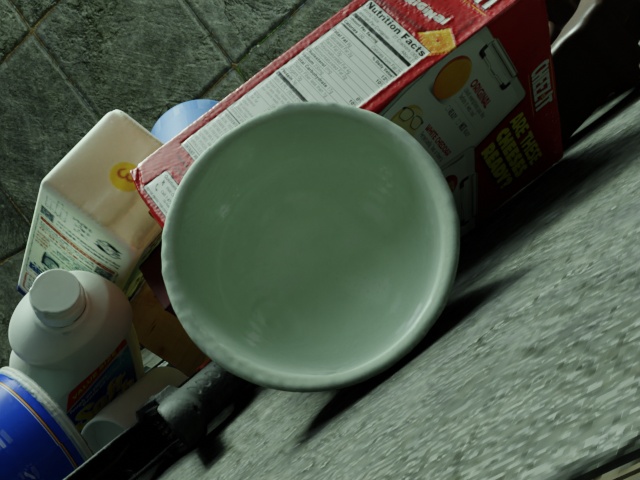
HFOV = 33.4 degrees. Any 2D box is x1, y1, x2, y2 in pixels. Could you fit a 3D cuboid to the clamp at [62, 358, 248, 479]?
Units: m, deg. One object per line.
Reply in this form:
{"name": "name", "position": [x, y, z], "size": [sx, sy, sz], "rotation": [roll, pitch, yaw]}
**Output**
{"name": "clamp", "position": [-0.094, 0.110, 0.603], "size": [0.120, 0.039, 0.171], "rotation": [-32, -2, 13]}

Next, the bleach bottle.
{"name": "bleach bottle", "position": [-0.168, 0.091, 0.712], "size": [0.102, 0.068, 0.251], "rotation": [-39, -18, -22]}

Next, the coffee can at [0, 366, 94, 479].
{"name": "coffee can", "position": [-0.210, 0.155, 0.618], "size": [0.140, 0.103, 0.103], "rotation": [-38, 3, -30]}

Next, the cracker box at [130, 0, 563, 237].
{"name": "cracker box", "position": [0.023, -0.042, 0.574], "size": [0.213, 0.072, 0.164], "rotation": [-38, -30, -5]}
